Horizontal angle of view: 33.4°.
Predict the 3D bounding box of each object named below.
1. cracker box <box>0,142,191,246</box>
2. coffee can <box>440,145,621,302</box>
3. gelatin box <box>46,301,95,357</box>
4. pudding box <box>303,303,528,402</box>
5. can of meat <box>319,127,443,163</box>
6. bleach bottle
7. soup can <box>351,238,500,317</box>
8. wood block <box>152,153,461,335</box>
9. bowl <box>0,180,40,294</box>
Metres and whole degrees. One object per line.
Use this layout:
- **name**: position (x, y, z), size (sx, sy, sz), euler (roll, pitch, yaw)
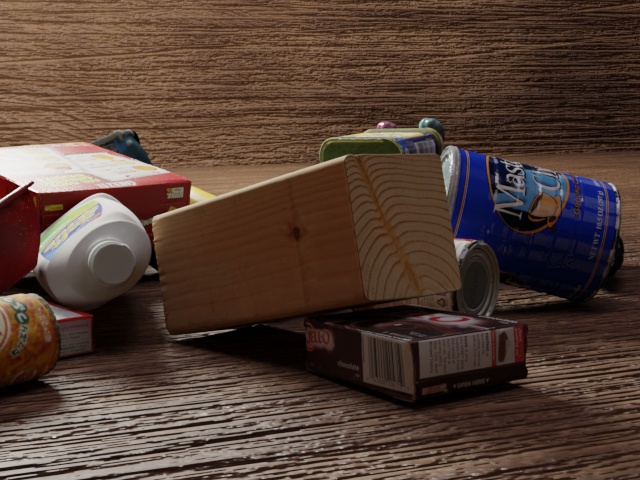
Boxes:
- **cracker box**: position (-0.256, -0.044, 1.069), size (0.163, 0.072, 0.214), euler (-8, 20, -39)
- **coffee can**: position (0.161, -0.013, 0.881), size (0.140, 0.103, 0.103), euler (13, 7, -4)
- **gelatin box**: position (-0.212, 0.065, 0.730), size (0.089, 0.030, 0.073), euler (-7, 11, -44)
- **pudding box**: position (0.056, 0.065, 0.651), size (0.089, 0.039, 0.114), euler (-6, 8, -33)
- **can of meat**: position (0.061, -0.082, 1.083), size (0.102, 0.057, 0.083), euler (3, 11, 34)
- **bleach bottle**: position (-0.173, 0.008, 0.837), size (0.102, 0.068, 0.251), euler (-40, 13, -14)
- **soup can**: position (0.076, 0.029, 0.815), size (0.102, 0.068, 0.068), euler (5, 10, 38)
- **wood block**: position (-0.017, 0.007, 0.727), size (0.090, 0.091, 0.207), euler (-4, -6, -43)
- **bowl**: position (-0.264, 0.024, 0.794), size (0.162, 0.055, 0.162), euler (-34, 10, 7)
